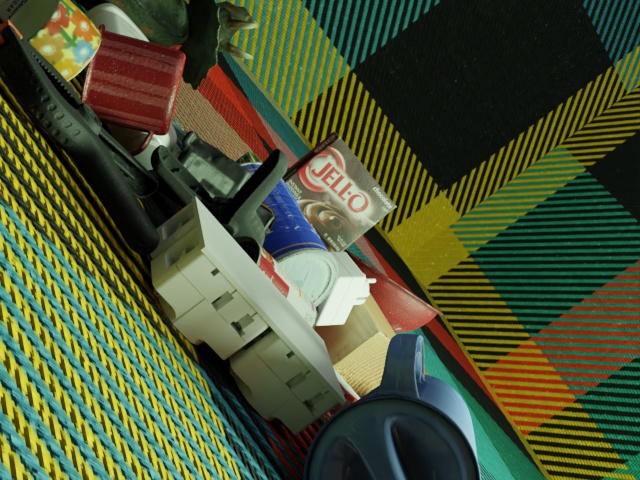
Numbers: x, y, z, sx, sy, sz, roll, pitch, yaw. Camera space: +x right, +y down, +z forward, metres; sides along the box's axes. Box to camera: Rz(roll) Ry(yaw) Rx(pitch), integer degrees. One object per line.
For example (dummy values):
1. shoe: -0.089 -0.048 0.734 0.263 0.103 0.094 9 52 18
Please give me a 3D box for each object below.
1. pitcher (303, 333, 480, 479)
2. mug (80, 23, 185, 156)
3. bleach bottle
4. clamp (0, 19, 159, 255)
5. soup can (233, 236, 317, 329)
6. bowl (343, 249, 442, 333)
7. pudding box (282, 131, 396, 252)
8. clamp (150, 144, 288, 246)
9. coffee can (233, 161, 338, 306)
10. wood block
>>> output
1. pitcher: 0.073 0.169 0.904 0.145 0.149 0.242 47 7 6
2. mug: -0.174 -0.133 0.982 0.081 0.117 0.093 13 -12 -8
3. bleach bottle: -0.201 -0.153 1.109 0.102 0.068 0.251 46 12 -36
4. clamp: -0.196 -0.084 0.872 0.210 0.036 0.165 52 4 -28
5. soup can: -0.057 0.053 0.997 0.102 0.068 0.068 49 8 -37
6. bowl: 0.077 0.072 1.377 0.162 0.055 0.162 33 0 0
7. pudding box: 0.018 -0.055 1.229 0.113 0.090 0.039 49 6 -21
8. clamp: -0.101 -0.027 0.992 0.039 0.120 0.172 -81 -176 -45
9. coffee can: -0.057 0.001 1.112 0.102 0.103 0.140 44 11 -53
10. wood block: 0.012 0.080 1.248 0.090 0.090 0.206 45 11 -46
